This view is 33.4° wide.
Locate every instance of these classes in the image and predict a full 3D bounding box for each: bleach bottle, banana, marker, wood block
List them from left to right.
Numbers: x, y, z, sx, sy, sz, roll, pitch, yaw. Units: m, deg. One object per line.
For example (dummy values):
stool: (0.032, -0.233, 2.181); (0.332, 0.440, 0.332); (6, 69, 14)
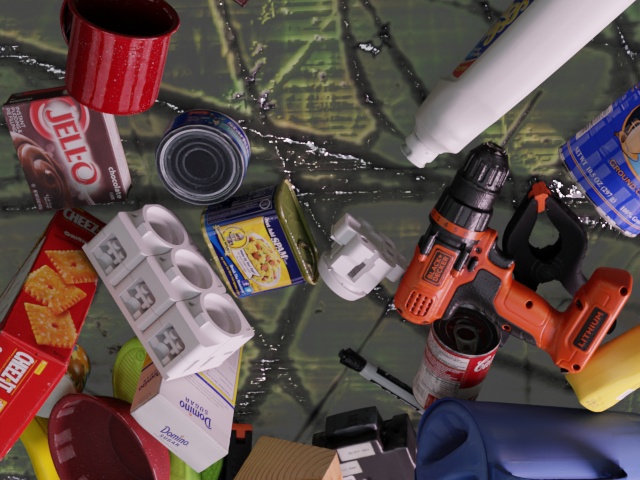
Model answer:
banana: (-0.329, 0.204, 1.178); (0.070, 0.037, 0.197); (-15, 119, 34)
wood block: (-0.021, 0.317, 1.126); (0.091, 0.090, 0.206); (7, 129, 26)
marker: (0.069, 0.147, 1.112); (0.121, 0.020, 0.020); (34, 118, -14)
bleach bottle: (0.159, -0.151, 0.874); (0.068, 0.102, 0.251); (39, 116, -12)

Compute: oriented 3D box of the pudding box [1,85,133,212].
pudding box: (-0.232, -0.087, 0.988); (0.090, 0.039, 0.113); (-7, 120, 9)

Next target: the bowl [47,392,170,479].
bowl: (-0.206, 0.220, 1.093); (0.162, 0.055, 0.162); (15, 116, 33)

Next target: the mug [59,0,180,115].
mug: (-0.182, -0.167, 0.914); (0.117, 0.093, 0.082); (35, 129, 21)

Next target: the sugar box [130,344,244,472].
sugar box: (-0.125, 0.130, 1.028); (0.048, 0.176, 0.093); (-35, 113, 23)

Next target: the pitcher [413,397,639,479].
pitcher: (0.225, 0.223, 1.034); (0.242, 0.149, 0.145); (4, 132, -25)

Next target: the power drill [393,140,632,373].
power drill: (0.180, 0.023, 0.966); (0.187, 0.057, 0.185); (26, 115, 4)

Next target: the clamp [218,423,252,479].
clamp: (-0.101, 0.295, 1.174); (0.036, 0.165, 0.210); (4, 99, -12)

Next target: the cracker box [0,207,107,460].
cracker box: (-0.272, 0.086, 0.994); (0.072, 0.213, 0.164); (32, 119, -15)

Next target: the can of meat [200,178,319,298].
can of meat: (-0.057, 0.001, 1.015); (0.084, 0.057, 0.102); (-14, 119, 15)

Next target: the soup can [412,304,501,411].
soup can: (0.132, 0.119, 1.050); (0.068, 0.068, 0.102); (10, 133, -1)

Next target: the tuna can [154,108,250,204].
tuna can: (-0.109, -0.076, 0.985); (0.086, 0.033, 0.086); (3, 121, 4)

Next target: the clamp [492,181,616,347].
clamp: (0.206, 0.030, 1.016); (0.120, 0.039, 0.171); (-18, 112, 6)
